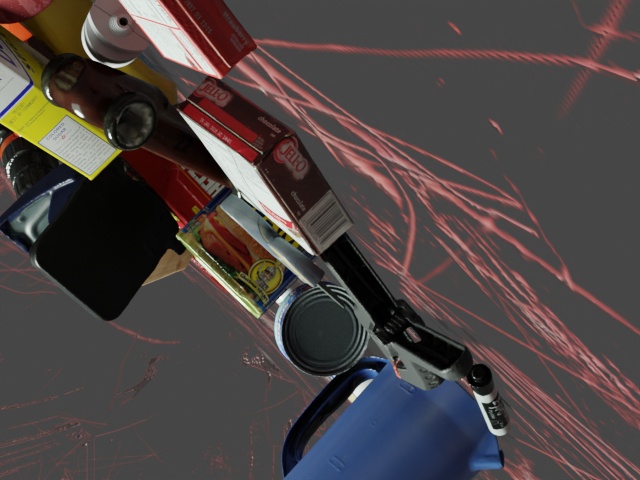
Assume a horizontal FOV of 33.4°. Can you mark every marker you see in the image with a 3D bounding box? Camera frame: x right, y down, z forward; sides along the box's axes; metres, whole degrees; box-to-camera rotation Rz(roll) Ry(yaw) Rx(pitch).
[{"bbox_3d":[0.128,0.122,0.811,0.020,0.020,0.121,39,170,30],"label":"marker"}]

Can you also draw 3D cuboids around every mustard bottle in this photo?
[{"bbox_3d":[-0.168,-0.139,0.822,0.191,0.058,0.096,47,172,-16],"label":"mustard bottle"}]

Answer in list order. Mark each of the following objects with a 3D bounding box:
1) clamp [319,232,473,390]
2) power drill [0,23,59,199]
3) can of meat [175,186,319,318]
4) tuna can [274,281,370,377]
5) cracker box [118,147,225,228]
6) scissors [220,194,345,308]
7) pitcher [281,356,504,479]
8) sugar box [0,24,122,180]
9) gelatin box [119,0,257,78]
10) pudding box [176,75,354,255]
[{"bbox_3d":[0.051,0.058,0.813,0.165,0.036,0.210,48,173,16],"label":"clamp"},{"bbox_3d":[-0.272,-0.138,0.955,0.188,0.057,0.184,97,154,-43],"label":"power drill"},{"bbox_3d":[-0.056,0.001,0.879,0.102,0.084,0.057,44,171,4],"label":"can of meat"},{"bbox_3d":[0.001,0.081,0.987,0.086,0.086,0.034,47,173,-15],"label":"tuna can"},{"bbox_3d":[-0.171,-0.094,1.009,0.164,0.072,0.214,47,170,-20],"label":"cracker box"},{"bbox_3d":[-0.005,0.028,0.802,0.096,0.016,0.201,39,177,44],"label":"scissors"},{"bbox_3d":[0.032,0.218,0.962,0.145,0.242,0.149,48,165,-3],"label":"pitcher"},{"bbox_3d":[-0.226,-0.118,0.786,0.093,0.048,0.176,50,-176,31],"label":"sugar box"},{"bbox_3d":[-0.080,-0.128,0.569,0.073,0.030,0.089,51,169,-31],"label":"gelatin box"},{"bbox_3d":[-0.035,-0.049,0.708,0.090,0.039,0.113,39,168,37],"label":"pudding box"}]
